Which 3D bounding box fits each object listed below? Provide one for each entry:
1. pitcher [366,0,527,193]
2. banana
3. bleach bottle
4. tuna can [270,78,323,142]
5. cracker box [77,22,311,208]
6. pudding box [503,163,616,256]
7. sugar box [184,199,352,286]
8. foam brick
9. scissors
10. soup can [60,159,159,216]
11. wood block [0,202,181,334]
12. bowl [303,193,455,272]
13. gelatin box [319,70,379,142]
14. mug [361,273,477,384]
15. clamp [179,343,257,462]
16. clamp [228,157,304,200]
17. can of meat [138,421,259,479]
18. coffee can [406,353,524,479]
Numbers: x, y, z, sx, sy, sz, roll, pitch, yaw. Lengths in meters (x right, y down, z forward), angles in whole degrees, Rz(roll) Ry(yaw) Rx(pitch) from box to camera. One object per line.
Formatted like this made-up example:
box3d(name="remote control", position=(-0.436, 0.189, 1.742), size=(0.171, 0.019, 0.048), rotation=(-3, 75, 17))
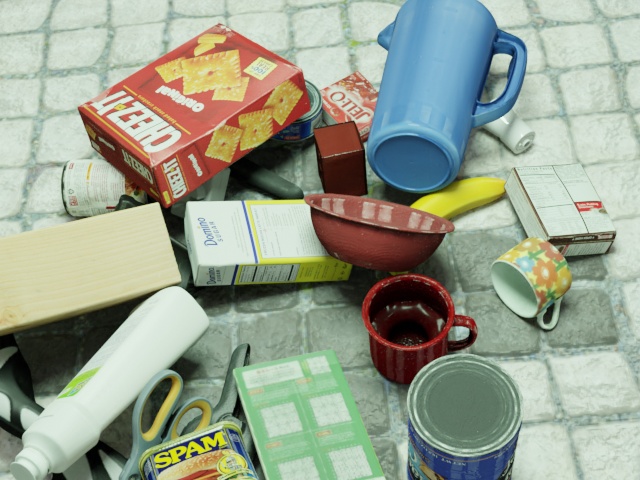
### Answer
box3d(name="pitcher", position=(0.140, -0.173, 1.255), size=(0.145, 0.149, 0.242), rotation=(36, 47, -22))
box3d(name="banana", position=(0.131, -0.020, 1.215), size=(0.069, 0.037, 0.197), rotation=(42, 66, 9))
box3d(name="bleach bottle", position=(-0.210, 0.145, 1.030), size=(0.068, 0.103, 0.250), rotation=(51, 42, -8))
box3d(name="tuna can", position=(-0.040, -0.162, 1.302), size=(0.086, 0.034, 0.086), rotation=(2, 52, -3))
box3d(name="cracker box", position=(-0.145, -0.152, 1.227), size=(0.213, 0.072, 0.164), rotation=(-36, 49, -22))
box3d(name="pudding box", position=(0.269, -0.035, 1.199), size=(0.090, 0.039, 0.113), rotation=(-5, 49, -16))
box3d(name="sugar box", position=(-0.058, 0.002, 1.180), size=(0.176, 0.048, 0.093), rotation=(-3, 50, -15))
box3d(name="foam brick", position=(0.023, -0.093, 1.251), size=(0.051, 0.078, 0.053), rotation=(-13, 50, -5))
box3d(name="scissors", position=(-0.163, 0.222, 1.019), size=(0.016, 0.096, 0.202), rotation=(20, 91, 49))
box3d(name="soup can", position=(-0.246, -0.063, 1.257), size=(0.102, 0.068, 0.068), rotation=(0, 53, 5))
box3d(name="wood block", position=(-0.262, 0.033, 1.099), size=(0.205, 0.090, 0.091), rotation=(-15, 86, -30))
box3d(name="bowl", position=(0.057, -0.005, 1.122), size=(0.162, 0.055, 0.162), rotation=(11, 11, -2))
box3d(name="gelatin box", position=(0.042, -0.164, 1.333), size=(0.073, 0.030, 0.089), rotation=(-29, 56, -17))
box3d(name="mug", position=(0.102, 0.094, 1.098), size=(0.117, 0.081, 0.093), rotation=(-1, 53, 4))
box3d(name="clamp", position=(-0.077, 0.192, 1.067), size=(0.120, 0.039, 0.171), rotation=(22, 63, 26))
box3d(name="clamp", position=(-0.118, -0.101, 1.295), size=(0.210, 0.036, 0.164), rotation=(-8, 52, -6))
box3d(name="can of meat", position=(-0.108, 0.224, 0.977), size=(0.102, 0.057, 0.084), rotation=(-19, 32, -11))
box3d(name="coffee can", position=(0.131, 0.185, 0.989), size=(0.103, 0.140, 0.103), rotation=(-2, 52, 3))
